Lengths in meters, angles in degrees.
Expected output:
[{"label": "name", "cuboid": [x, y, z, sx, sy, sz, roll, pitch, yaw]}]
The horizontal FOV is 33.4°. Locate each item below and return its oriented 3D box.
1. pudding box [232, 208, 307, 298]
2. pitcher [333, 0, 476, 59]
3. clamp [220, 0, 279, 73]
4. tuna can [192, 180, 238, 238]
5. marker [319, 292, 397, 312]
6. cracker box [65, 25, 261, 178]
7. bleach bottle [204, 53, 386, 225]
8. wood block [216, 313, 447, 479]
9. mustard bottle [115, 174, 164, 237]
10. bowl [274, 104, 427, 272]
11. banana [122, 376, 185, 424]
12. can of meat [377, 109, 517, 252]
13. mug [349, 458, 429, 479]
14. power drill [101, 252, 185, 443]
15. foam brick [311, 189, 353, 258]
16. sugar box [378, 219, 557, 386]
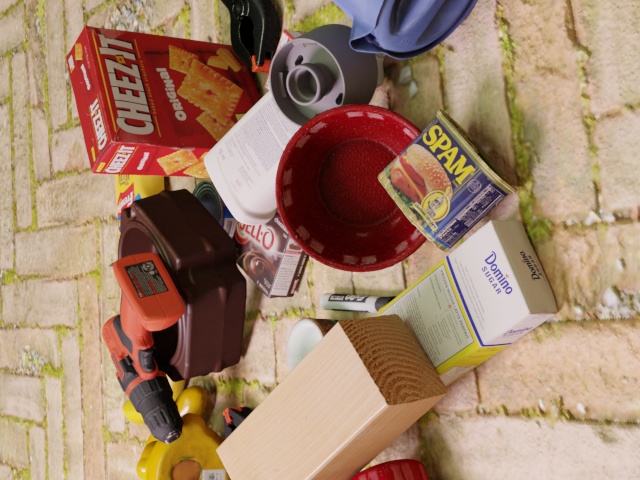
[{"label": "pudding box", "cuboid": [-0.058, 0.002, 1.229, 0.114, 0.039, 0.090, 42, 121, 46]}, {"label": "pitcher", "cuboid": [0.040, -0.295, 0.989, 0.243, 0.148, 0.145, 47, 134, 28]}, {"label": "clamp", "cuboid": [-0.081, -0.284, 1.269, 0.120, 0.039, 0.171, -45, 60, 49]}, {"label": "tuna can", "cuboid": [-0.132, -0.031, 1.337, 0.086, 0.033, 0.086, -2, 88, 55]}, {"label": "marker", "cuboid": [0.041, 0.065, 1.105, 0.121, 0.020, 0.020, -1, 88, 54]}, {"label": "cracker box", "cuboid": [-0.171, -0.158, 1.240, 0.072, 0.213, 0.164, -45, 54, 44]}, {"label": "bleach bottle", "cuboid": [-0.013, -0.128, 1.123, 0.251, 0.067, 0.102, -41, 71, 29]}, {"label": "wood block", "cuboid": [0.007, 0.168, 0.986, 0.206, 0.090, 0.091, -49, 61, 32]}, {"label": "mustard bottle", "cuboid": [-0.250, -0.053, 1.484, 0.096, 0.058, 0.191, -11, 81, 51]}, {"label": "bowl", "cuboid": [0.039, -0.053, 1.037, 0.055, 0.162, 0.162, -62, -19, -78]}, {"label": "banana", "cuboid": [-0.225, 0.212, 1.464, 0.198, 0.037, 0.069, -48, 34, 41]}, {"label": "can of meat", "cuboid": [0.111, -0.053, 0.954, 0.084, 0.057, 0.102, -45, 50, 14]}, {"label": "mug", "cuboid": [0.072, 0.264, 1.011, 0.117, 0.093, 0.081, 78, 175, -58]}, {"label": "power drill", "cuboid": [-0.202, 0.121, 1.240, 0.184, 0.057, 0.188, 55, 145, 32]}, {"label": "foam brick", "cuboid": [0.019, -0.025, 1.111, 0.053, 0.051, 0.078, -22, 72, 51]}, {"label": "sugar box", "cuboid": [0.128, 0.064, 0.962, 0.177, 0.048, 0.093, -41, 59, 42]}]
